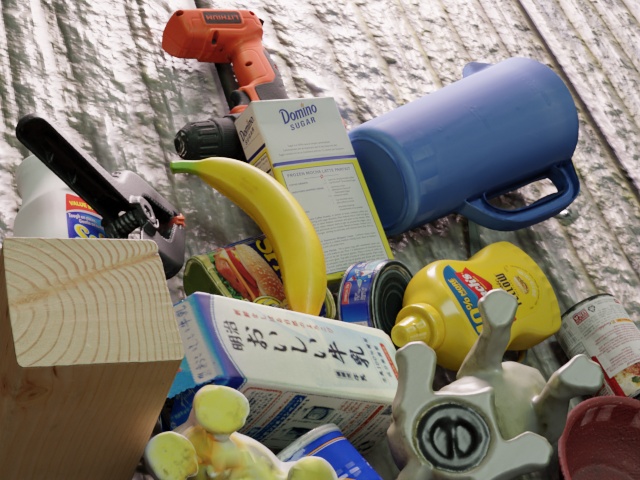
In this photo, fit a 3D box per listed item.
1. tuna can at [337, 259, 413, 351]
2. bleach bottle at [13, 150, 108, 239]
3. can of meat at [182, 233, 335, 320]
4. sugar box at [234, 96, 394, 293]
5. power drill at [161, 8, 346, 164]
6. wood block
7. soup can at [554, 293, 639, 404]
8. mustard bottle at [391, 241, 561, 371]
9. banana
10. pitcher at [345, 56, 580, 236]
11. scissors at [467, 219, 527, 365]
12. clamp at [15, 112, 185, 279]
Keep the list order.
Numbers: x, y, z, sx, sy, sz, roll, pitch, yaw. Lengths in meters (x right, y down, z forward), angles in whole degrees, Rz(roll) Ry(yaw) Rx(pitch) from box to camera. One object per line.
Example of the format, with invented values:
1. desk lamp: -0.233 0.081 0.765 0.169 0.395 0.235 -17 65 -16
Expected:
1. tuna can: 0.051 0.058 0.887 0.086 0.034 0.086 16 70 -54
2. bleach bottle: -0.194 0.012 0.808 0.102 0.068 0.251 34 26 -48
3. can of meat: -0.052 0.046 0.868 0.083 0.058 0.102 -19 58 -36
4. sugar box: -0.005 -0.041 0.950 0.093 0.048 0.176 -8 69 -34
5. power drill: -0.086 -0.147 1.044 0.184 0.057 0.188 -7 54 -37
6. wood block: -0.159 0.099 0.646 0.090 0.206 0.090 1 48 -25
7. soup can: 0.263 0.107 0.959 0.068 0.069 0.102 -4 50 -30
8. mustard bottle: 0.122 0.060 0.892 0.191 0.058 0.096 -13 69 -48
9. banana: -0.043 -0.010 0.860 0.069 0.037 0.198 -32 56 -19
10. pitcher: 0.139 -0.082 1.046 0.242 0.145 0.149 -24 26 -37
11. scissors: 0.134 0.039 1.000 0.096 0.016 0.202 4 47 -24
12. clamp: -0.151 -0.021 0.808 0.164 0.036 0.210 61 9 -1
